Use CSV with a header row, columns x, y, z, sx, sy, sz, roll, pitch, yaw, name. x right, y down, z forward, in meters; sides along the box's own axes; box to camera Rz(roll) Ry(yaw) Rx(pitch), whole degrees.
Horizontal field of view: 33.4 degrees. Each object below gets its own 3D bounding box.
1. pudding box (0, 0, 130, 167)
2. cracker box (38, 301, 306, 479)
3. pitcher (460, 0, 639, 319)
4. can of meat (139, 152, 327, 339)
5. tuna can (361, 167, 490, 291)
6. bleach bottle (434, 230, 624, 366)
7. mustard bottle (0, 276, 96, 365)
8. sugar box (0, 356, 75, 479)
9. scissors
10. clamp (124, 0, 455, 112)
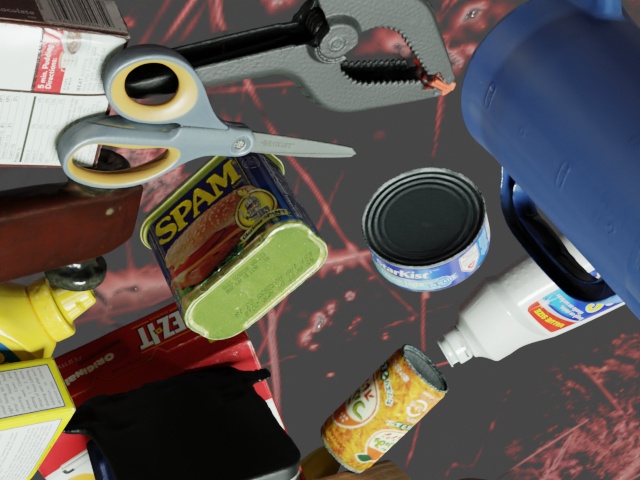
x,y,z,sx,sy,sz,roll,pitch,yaw,name
-0.164,-0.083,0.554,0.113,0.039,0.090,1,131,-30,pudding box
-0.111,0.147,0.788,0.164,0.072,0.213,-25,138,-8,cracker box
0.191,-0.035,0.660,0.145,0.243,0.149,-33,133,6,pitcher
-0.054,0.001,0.668,0.102,0.084,0.057,-40,138,10,can of meat
0.073,-0.007,0.737,0.086,0.086,0.033,-28,140,-4,tuna can
0.211,0.032,0.879,0.251,0.068,0.102,-31,139,3,bleach bottle
-0.227,0.074,0.655,0.191,0.058,0.096,-28,140,-5,mustard bottle
-0.237,0.117,0.598,0.175,0.048,0.093,-2,141,-42,sugar box
-0.051,-0.072,0.605,0.201,0.016,0.096,-12,138,-32,scissors
-0.007,-0.117,0.616,0.209,0.036,0.165,22,122,-43,clamp
